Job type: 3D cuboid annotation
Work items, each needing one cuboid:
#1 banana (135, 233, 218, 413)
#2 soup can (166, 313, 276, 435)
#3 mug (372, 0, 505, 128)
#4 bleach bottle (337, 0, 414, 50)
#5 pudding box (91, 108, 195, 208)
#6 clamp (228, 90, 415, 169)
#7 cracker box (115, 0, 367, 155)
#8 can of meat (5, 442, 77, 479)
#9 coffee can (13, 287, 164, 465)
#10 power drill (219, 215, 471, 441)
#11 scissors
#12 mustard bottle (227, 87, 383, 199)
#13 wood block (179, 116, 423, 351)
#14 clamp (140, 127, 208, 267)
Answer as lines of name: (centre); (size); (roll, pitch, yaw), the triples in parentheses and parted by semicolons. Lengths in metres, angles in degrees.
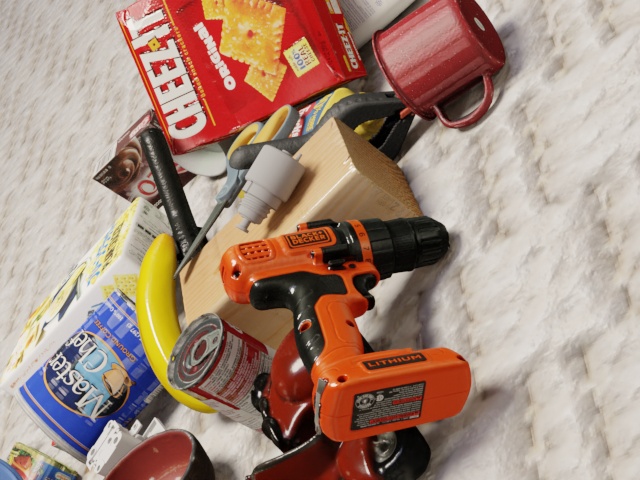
banana: (-0.130, 0.084, 0.971); (0.198, 0.069, 0.037); (60, 158, 25)
soup can: (-0.066, 0.112, 0.879); (0.069, 0.102, 0.068); (-35, 37, 31)
mug: (0.108, -0.152, 0.912); (0.082, 0.093, 0.117); (-31, 69, 27)
bleach bottle: (-0.014, -0.223, 1.127); (0.251, 0.102, 0.068); (-34, 2, 33)
pudding box: (-0.202, -0.093, 1.273); (0.114, 0.090, 0.039); (-37, 34, 30)
clamp: (0.016, -0.070, 0.964); (0.171, 0.120, 0.039); (-26, 40, 7)
cracker box: (-0.083, -0.199, 1.077); (0.214, 0.164, 0.072); (-21, 3, 26)
can of meat: (-0.306, 0.263, 1.116); (0.102, 0.057, 0.084); (3, 62, 55)
coffee can: (-0.210, 0.131, 1.035); (0.140, 0.102, 0.103); (-46, 30, -7)
power drill: (0.036, 0.052, 0.770); (0.188, 0.184, 0.057); (-120, 24, -50)
scissors: (-0.091, -0.049, 1.007); (0.201, 0.016, 0.096); (-53, 24, -12)
mustard bottle: (-0.006, -0.100, 1.036); (0.192, 0.058, 0.096); (-19, 33, 44)
wood block: (-0.021, 0.006, 0.929); (0.206, 0.090, 0.091); (-44, 34, 19)
clamp: (-0.131, 0.008, 1.084); (0.036, 0.164, 0.210); (-20, 55, -7)
